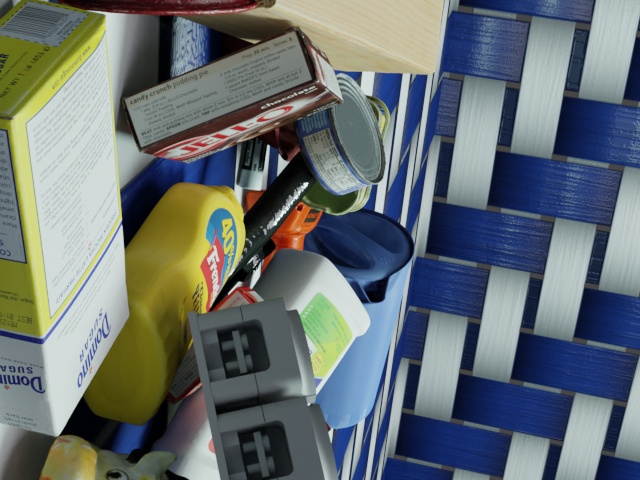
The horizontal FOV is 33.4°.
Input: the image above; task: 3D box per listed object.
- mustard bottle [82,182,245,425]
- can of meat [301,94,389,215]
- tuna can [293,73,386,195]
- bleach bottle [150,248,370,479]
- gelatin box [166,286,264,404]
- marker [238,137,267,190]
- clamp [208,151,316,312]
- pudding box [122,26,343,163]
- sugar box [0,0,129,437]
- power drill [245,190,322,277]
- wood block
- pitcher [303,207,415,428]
[{"bbox_3d":[-0.089,0.019,0.663,0.191,0.058,0.096,-66,165,-55],"label":"mustard bottle"},{"bbox_3d":[0.018,-0.072,0.877,0.084,0.057,0.102,-43,149,-81],"label":"can of meat"},{"bbox_3d":[0.014,-0.077,0.788,0.086,0.034,0.086,44,37,-46],"label":"tuna can"},{"bbox_3d":[-0.058,0.130,0.819,0.250,0.068,0.102,-57,135,-26],"label":"bleach bottle"},{"bbox_3d":[-0.075,0.072,0.744,0.089,0.030,0.073,-45,177,-1],"label":"gelatin box"},{"bbox_3d":[-0.049,-0.102,0.882,0.020,0.020,0.121,-16,116,-79],"label":"marker"},{"bbox_3d":[-0.055,0.001,0.782,0.120,0.039,0.171,-62,173,36],"label":"clamp"},{"bbox_3d":[-0.049,-0.083,0.632,0.090,0.113,0.039,-7,74,-80],"label":"pudding box"},{"bbox_3d":[-0.125,-0.007,0.475,0.093,0.048,0.176,-68,168,-51],"label":"sugar box"},{"bbox_3d":[-0.049,0.050,0.943,0.184,0.057,0.188,-21,123,-79],"label":"power drill"},{"bbox_3d":[-0.005,-0.165,0.659,0.205,0.090,0.091,3,94,-60],"label":"wood block"},{"bbox_3d":[0.020,0.085,1.207,0.149,0.145,0.243,-48,153,-49],"label":"pitcher"}]
